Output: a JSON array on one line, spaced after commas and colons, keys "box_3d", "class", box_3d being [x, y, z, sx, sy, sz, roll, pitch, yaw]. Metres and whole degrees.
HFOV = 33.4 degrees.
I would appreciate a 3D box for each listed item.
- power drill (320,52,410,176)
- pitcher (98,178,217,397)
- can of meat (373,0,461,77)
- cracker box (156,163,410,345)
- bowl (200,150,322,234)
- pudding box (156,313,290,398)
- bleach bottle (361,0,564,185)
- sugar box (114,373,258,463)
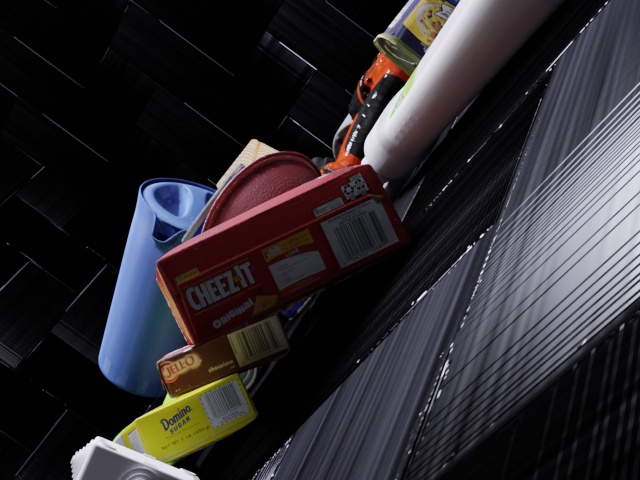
[{"box_3d": [0.040, -0.110, 1.132, 0.187, 0.057, 0.185, -65, 6, -19], "class": "power drill"}, {"box_3d": [-0.174, 0.056, 1.257, 0.145, 0.149, 0.243, 51, 127, 50], "class": "pitcher"}, {"box_3d": [0.115, -0.186, 0.985, 0.084, 0.102, 0.057, -52, 3, -3], "class": "can of meat"}, {"box_3d": [-0.039, 0.016, 0.811, 0.164, 0.072, 0.214, -26, 0, -10], "class": "cracker box"}, {"box_3d": [-0.034, 0.003, 0.974, 0.161, 0.055, 0.162, -28, -48, -35], "class": "bowl"}, {"box_3d": [-0.084, 0.098, 0.938, 0.113, 0.039, 0.090, -20, 0, -3], "class": "pudding box"}, {"box_3d": [0.109, -0.139, 0.905, 0.251, 0.068, 0.102, -52, 5, 40], "class": "bleach bottle"}, {"box_3d": [-0.119, 0.160, 0.906, 0.093, 0.048, 0.176, -22, -6, -21], "class": "sugar box"}]
